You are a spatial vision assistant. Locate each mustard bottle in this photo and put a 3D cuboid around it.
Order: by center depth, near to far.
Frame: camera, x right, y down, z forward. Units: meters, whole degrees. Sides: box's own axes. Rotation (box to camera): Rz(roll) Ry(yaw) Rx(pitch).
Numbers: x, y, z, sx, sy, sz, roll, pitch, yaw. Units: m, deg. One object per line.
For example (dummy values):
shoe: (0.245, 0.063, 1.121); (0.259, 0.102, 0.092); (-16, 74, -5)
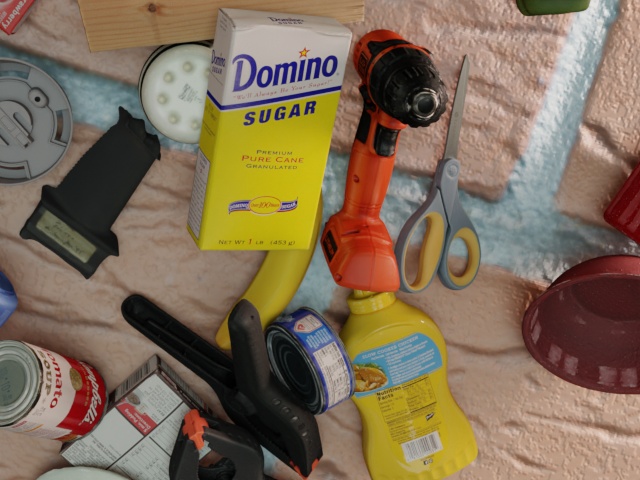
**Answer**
mustard bottle: (0.063, 0.112, 0.905); (0.096, 0.058, 0.191); (-19, 103, -4)

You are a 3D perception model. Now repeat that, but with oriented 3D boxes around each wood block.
wood block: (-0.075, -0.210, 0.787); (0.206, 0.090, 0.091); (-7, 143, -4)

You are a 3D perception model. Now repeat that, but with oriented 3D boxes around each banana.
banana: (-0.037, 0.001, 0.884); (0.069, 0.037, 0.198); (12, 99, 8)

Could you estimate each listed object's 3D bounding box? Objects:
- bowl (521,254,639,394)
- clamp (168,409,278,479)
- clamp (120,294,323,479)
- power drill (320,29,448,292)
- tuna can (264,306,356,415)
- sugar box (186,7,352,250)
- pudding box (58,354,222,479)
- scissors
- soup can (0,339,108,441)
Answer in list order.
bowl: (0.253, 0.062, 0.896); (0.162, 0.055, 0.162); (10, 140, 8)
clamp: (-0.086, 0.211, 0.894); (0.120, 0.039, 0.171); (-34, 126, -3)
clamp: (-0.068, 0.117, 0.876); (0.036, 0.165, 0.210); (-51, 127, -29)
power drill: (0.048, -0.059, 0.815); (0.057, 0.184, 0.188); (9, 110, -9)
tuna can: (-0.010, 0.100, 0.876); (0.033, 0.086, 0.086); (-26, 105, -26)
sugar box: (-0.040, -0.079, 0.792); (0.093, 0.048, 0.176); (-1, 120, -24)
pudding box: (-0.149, 0.167, 0.901); (0.113, 0.039, 0.090); (-41, 105, 5)
scissors: (0.118, -0.045, 0.898); (0.096, 0.016, 0.202); (27, 82, -34)
soup can: (-0.221, 0.119, 0.838); (0.069, 0.102, 0.068); (-5, 72, 17)
